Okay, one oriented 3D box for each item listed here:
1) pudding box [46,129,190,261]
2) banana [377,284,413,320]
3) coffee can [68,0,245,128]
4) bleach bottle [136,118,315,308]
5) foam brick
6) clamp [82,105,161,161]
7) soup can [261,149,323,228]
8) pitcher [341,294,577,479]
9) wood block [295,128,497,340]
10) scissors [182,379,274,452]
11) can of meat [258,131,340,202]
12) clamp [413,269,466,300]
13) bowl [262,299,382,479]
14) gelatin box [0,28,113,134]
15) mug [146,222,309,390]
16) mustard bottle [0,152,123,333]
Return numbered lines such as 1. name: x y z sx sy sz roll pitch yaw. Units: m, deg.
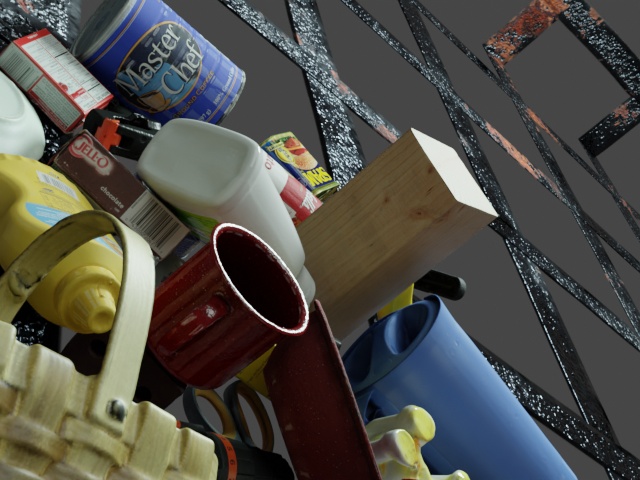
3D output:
1. pudding box: -0.161 -0.032 0.831 0.113 0.039 0.090 47 -14 -13
2. banana: 0.097 0.088 1.130 0.197 0.070 0.037 56 14 -40
3. coffee can: -0.158 -0.169 1.034 0.140 0.103 0.103 39 24 -26
4. bleach bottle: -0.056 0.001 0.892 0.103 0.068 0.250 22 -20 31
5. foam brick: -0.130 0.081 0.739 0.078 0.053 0.051 47 21 -6
6. clamp: -0.162 -0.092 0.921 0.120 0.039 0.171 18 4 17
7. soup can: -0.055 -0.044 1.077 0.102 0.069 0.068 41 23 -21
8. pitcher: 0.127 0.184 0.994 0.242 0.149 0.145 49 -3 -12
9. wood block: 0.051 -0.001 1.022 0.090 0.206 0.090 16 39 -54
10. scissors: -0.054 0.178 0.780 0.096 0.016 0.202 31 28 -37
11. can of meat: -0.035 -0.070 1.179 0.084 0.057 0.102 49 20 5
12. clamp: 0.094 0.035 1.198 0.165 0.036 0.209 22 -1 16
13. bowl: -0.001 0.127 0.762 0.162 0.055 0.162 162 -90 -87
14. gelatin box: -0.233 -0.140 0.939 0.089 0.030 0.073 46 20 -9
15. mug: -0.072 0.051 0.716 0.093 0.082 0.117 51 20 1
16. mustard bottle: -0.169 0.007 0.692 0.096 0.058 0.192 33 5 -37
